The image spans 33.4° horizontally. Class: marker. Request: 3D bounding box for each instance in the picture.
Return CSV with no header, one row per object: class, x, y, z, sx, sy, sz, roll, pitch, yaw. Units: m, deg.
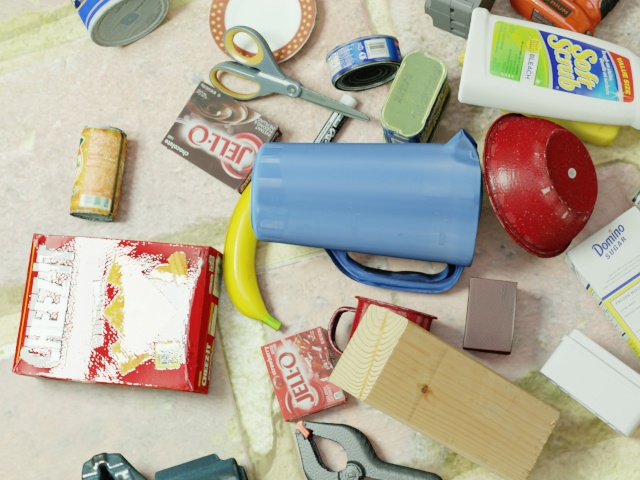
marker,0.003,-0.115,1.234,0.020,0.020,0.121,32,85,13

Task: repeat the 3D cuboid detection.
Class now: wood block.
wood block,0.127,0.157,1.076,0.206,0.090,0.091,32,84,-22

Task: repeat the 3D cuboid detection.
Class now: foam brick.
foam brick,0.183,0.083,1.152,0.053,0.051,0.078,7,80,8

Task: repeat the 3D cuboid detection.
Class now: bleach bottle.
bleach bottle,0.277,-0.175,1.123,0.251,0.068,0.102,10,73,7

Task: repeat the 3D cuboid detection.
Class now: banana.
banana,-0.076,0.004,1.216,0.069,0.037,0.198,5,81,-15

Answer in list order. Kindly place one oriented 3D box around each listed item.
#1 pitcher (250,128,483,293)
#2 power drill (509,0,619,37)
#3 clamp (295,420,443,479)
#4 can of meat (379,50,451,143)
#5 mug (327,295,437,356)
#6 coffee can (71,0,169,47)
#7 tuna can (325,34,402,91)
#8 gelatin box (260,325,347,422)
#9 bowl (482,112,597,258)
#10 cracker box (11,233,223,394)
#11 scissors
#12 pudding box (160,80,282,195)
pitcher,0.051,-0.035,1.150,0.243,0.145,0.149,4,72,5
power drill,0.302,-0.323,1.210,0.184,0.057,0.187,42,87,13
clamp,0.034,0.263,1.146,0.172,0.039,0.120,31,80,19
can of meat,0.106,-0.152,1.192,0.057,0.084,0.102,22,83,11
mug,0.061,0.107,1.150,0.117,0.093,0.081,13,86,23
coffee can,-0.257,-0.316,1.268,0.103,0.102,0.140,-30,76,1
tuna can,0.051,-0.200,1.209,0.086,0.086,0.034,-14,78,5
gelatin box,-0.018,0.148,1.180,0.073,0.030,0.089,-19,77,4
bowl,0.241,-0.065,1.118,0.055,0.161,0.162,-20,73,45
cracker box,-0.226,0.082,1.202,0.214,0.072,0.164,4,79,10
scissors,-0.037,-0.193,1.225,0.202,0.016,0.096,10,116,20
pudding box,-0.114,-0.119,1.241,0.113,0.039,0.090,31,85,13
